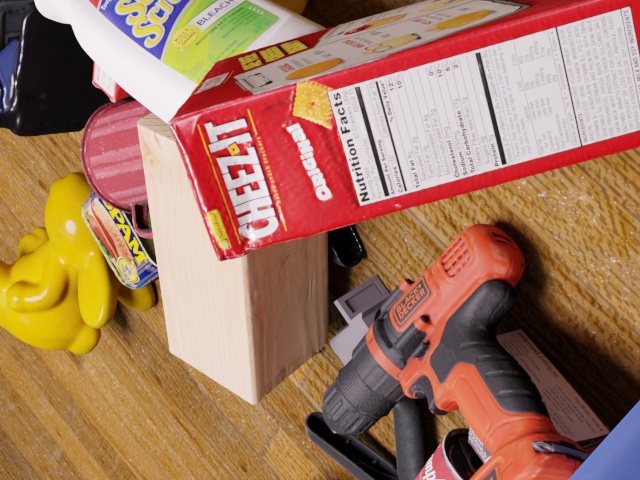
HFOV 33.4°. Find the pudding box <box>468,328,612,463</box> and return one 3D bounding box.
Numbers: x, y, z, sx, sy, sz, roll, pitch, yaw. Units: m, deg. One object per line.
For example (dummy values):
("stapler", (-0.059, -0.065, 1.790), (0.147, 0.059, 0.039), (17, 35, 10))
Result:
("pudding box", (0.134, 0.123, 0.670), (0.114, 0.039, 0.090), (-128, 30, -52))

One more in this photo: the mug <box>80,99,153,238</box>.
("mug", (-0.127, -0.060, 0.834), (0.082, 0.093, 0.117), (-7, 77, 46))

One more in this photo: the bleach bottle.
("bleach bottle", (-0.108, -0.133, 0.675), (0.251, 0.102, 0.068), (32, 158, 31))

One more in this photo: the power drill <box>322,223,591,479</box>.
("power drill", (0.075, 0.106, 0.643), (0.185, 0.057, 0.188), (-53, 36, 28))

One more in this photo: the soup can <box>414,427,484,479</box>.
("soup can", (0.091, 0.191, 0.747), (0.068, 0.068, 0.102), (42, 120, 22))

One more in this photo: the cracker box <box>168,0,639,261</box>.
("cracker box", (0.052, -0.068, 0.488), (0.214, 0.164, 0.072), (-15, 106, 6))

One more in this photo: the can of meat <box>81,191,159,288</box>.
("can of meat", (-0.159, -0.014, 0.936), (0.102, 0.057, 0.084), (60, 146, 1))

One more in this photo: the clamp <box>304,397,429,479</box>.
("clamp", (0.070, 0.186, 0.816), (0.171, 0.039, 0.120), (51, 141, 0))

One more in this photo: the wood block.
("wood block", (-0.055, 0.000, 0.746), (0.091, 0.090, 0.206), (28, 137, 31))
